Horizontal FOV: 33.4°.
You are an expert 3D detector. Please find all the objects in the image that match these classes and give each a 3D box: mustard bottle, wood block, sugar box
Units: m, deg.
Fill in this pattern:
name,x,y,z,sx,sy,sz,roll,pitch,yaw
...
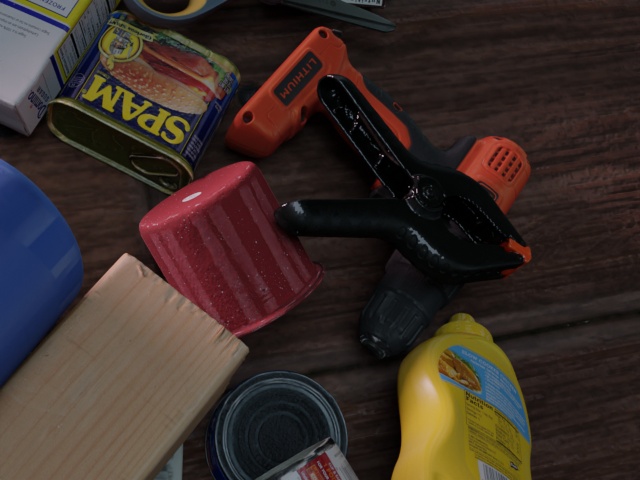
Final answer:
name,x,y,z,sx,sy,sz,roll,pitch,yaw
mustard bottle,0.088,0.112,0.648,0.096,0.058,0.191,36,33,-20
wood block,-0.141,0.119,0.578,0.091,0.090,0.205,38,61,3
sugar box,-0.187,-0.161,0.699,0.093,0.048,0.176,24,70,10

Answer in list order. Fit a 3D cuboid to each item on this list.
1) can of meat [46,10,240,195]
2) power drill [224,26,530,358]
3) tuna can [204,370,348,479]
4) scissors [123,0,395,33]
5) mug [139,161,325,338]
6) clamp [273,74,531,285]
name,x,y,z,sx,sy,sz,roll,pitch,yaw
can of meat,-0.113,-0.091,0.696,0.102,0.057,0.084,27,66,-4
power drill,0.030,-0.038,0.716,0.187,0.057,0.184,39,64,-3
tuna can,-0.027,0.124,0.660,0.086,0.034,0.086,4,72,-13
scissors,-0.046,-0.156,0.710,0.201,0.016,0.096,28,65,-17
mug,-0.054,0.001,0.657,0.093,0.117,0.081,-24,105,19
clamp,0.055,-0.032,0.664,0.171,0.039,0.120,22,61,-23
